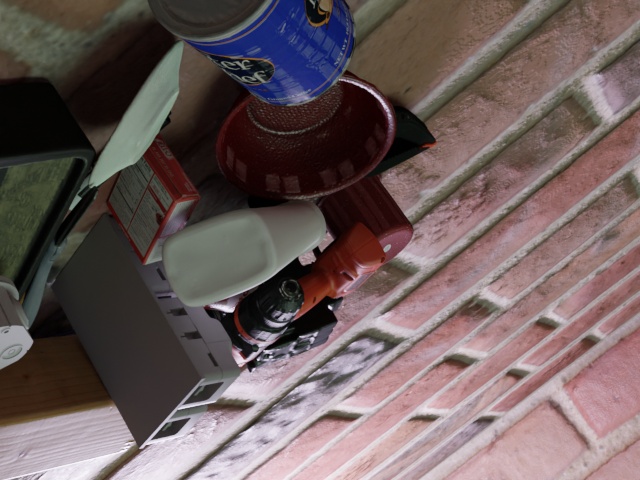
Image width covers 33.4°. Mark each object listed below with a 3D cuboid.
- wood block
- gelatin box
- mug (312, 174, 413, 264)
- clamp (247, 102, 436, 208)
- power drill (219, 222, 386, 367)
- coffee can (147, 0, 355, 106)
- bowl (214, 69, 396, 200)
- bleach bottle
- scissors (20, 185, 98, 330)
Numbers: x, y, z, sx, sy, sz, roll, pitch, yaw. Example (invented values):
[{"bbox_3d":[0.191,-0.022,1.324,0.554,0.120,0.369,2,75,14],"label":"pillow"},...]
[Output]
[{"bbox_3d":[-0.254,0.151,0.981,0.091,0.090,0.205,-53,154,22],"label":"wood block"},{"bbox_3d":[-0.145,-0.035,0.924,0.030,0.073,0.089,-14,149,-41],"label":"gelatin box"},{"bbox_3d":[0.042,-0.012,1.207,0.117,0.081,0.093,-38,157,7],"label":"mug"},{"bbox_3d":[0.029,-0.090,1.095,0.209,0.036,0.165,-6,146,-41],"label":"clamp"},{"bbox_3d":[-0.020,0.051,1.097,0.187,0.057,0.185,-32,174,-36],"label":"power drill"},{"bbox_3d":[-0.046,-0.166,0.762,0.103,0.103,0.140,-39,157,10],"label":"coffee can"},{"bbox_3d":[-0.017,-0.106,0.942,0.162,0.055,0.162,-9,144,-7],"label":"bowl"},{"bbox_3d":[-0.057,0.001,0.998,0.103,0.068,0.250,-20,-179,14],"label":"bleach bottle"},{"bbox_3d":[-0.220,0.022,0.858,0.016,0.096,0.202,15,163,-26],"label":"scissors"}]
